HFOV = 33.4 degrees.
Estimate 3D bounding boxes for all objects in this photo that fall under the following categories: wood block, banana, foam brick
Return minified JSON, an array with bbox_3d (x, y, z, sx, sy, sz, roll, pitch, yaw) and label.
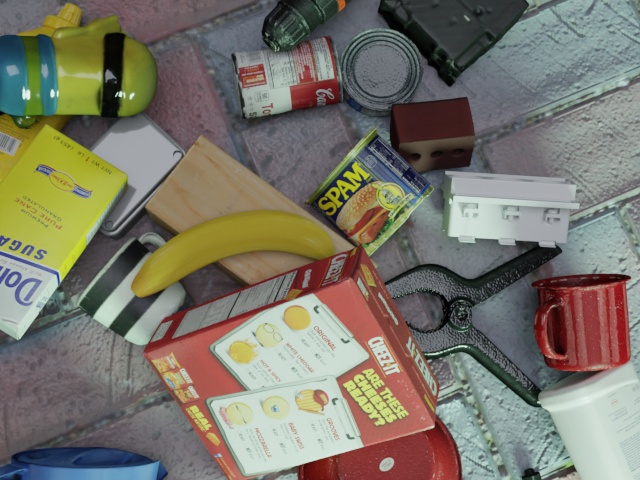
[{"bbox_3d":[-0.056,0.001,1.030,0.206,0.091,0.090,36,83,2],"label":"wood block"},{"bbox_3d":[-0.074,0.009,0.962,0.197,0.037,0.069,-5,83,-4],"label":"banana"},{"bbox_3d":[0.111,-0.104,1.063,0.078,0.053,0.051,-7,57,-3],"label":"foam brick"}]

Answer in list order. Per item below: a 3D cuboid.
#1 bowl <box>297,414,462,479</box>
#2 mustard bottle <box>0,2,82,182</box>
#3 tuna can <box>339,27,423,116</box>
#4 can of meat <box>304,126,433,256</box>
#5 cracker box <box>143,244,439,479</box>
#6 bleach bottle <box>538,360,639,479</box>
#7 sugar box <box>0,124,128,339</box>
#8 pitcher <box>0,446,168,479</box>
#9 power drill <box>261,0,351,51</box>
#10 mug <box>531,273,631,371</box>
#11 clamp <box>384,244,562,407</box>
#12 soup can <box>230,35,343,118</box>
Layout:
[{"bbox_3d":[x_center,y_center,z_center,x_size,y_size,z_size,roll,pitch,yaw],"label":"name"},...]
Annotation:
[{"bbox_3d":[0.059,0.214,1.009,0.162,0.055,0.162,1,68,-3],"label":"bowl"},{"bbox_3d":[-0.283,-0.146,1.051,0.096,0.058,0.191,24,82,-2],"label":"mustard bottle"},{"bbox_3d":[0.060,-0.170,1.086,0.086,0.034,0.086,0,83,-3],"label":"tuna can"},{"bbox_3d":[0.048,-0.045,1.040,0.084,0.057,0.102,43,128,-1],"label":"can of meat"},{"bbox_3d":[-0.024,0.115,0.957,0.214,0.072,0.164,-21,113,22],"label":"cracker box"},{"bbox_3d":[0.301,0.245,1.023,0.102,0.068,0.251,-18,85,-38],"label":"bleach bottle"},{"bbox_3d":[-0.261,-0.009,0.964,0.093,0.048,0.176,31,67,0],"label":"sugar box"},{"bbox_3d":[-0.228,0.310,0.961,0.149,0.145,0.243,2,86,5],"label":"pitcher"},{"bbox_3d":[-0.039,-0.295,1.055,0.188,0.057,0.184,41,76,12],"label":"power drill"},{"bbox_3d":[0.243,0.079,1.009,0.117,0.093,0.081,-9,95,-43],"label":"mug"},{"bbox_3d":[0.141,0.084,1.058,0.210,0.036,0.164,0,82,-7],"label":"clamp"},{"bbox_3d":[-0.034,-0.162,1.063,0.102,0.068,0.068,-10,84,-4],"label":"soup can"}]
